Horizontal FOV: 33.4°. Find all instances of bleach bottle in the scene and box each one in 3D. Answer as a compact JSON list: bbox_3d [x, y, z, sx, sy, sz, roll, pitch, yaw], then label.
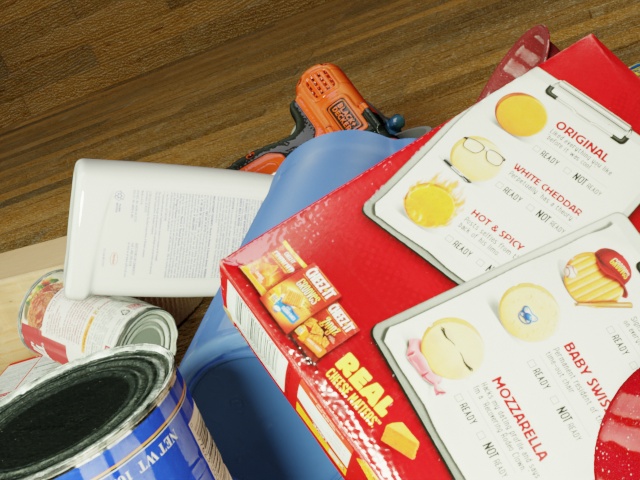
[{"bbox_3d":[-0.055,0.001,0.778,0.250,0.102,0.068,5,13,-15],"label":"bleach bottle"}]

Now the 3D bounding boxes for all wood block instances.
[{"bbox_3d":[-0.219,0.051,0.920,0.206,0.090,0.090,-13,20,31],"label":"wood block"}]

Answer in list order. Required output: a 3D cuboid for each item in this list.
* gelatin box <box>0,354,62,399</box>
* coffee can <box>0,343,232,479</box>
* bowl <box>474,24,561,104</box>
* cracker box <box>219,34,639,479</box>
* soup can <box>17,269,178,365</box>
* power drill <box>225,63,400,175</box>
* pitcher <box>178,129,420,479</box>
[{"bbox_3d":[-0.221,0.118,0.825,0.073,0.030,0.089,-17,18,14],"label":"gelatin box"},{"bbox_3d":[-0.077,0.128,0.432,0.103,0.140,0.103,-21,18,7],"label":"coffee can"},{"bbox_3d":[0.155,-0.082,0.825,0.162,0.055,0.162,-62,8,15],"label":"bowl"},{"bbox_3d":[0.088,0.029,0.468,0.213,0.164,0.072,-32,-22,-17],"label":"cracker box"},{"bbox_3d":[-0.164,0.067,0.791,0.102,0.068,0.068,17,38,32],"label":"soup can"},{"bbox_3d":[-0.015,-0.034,0.875,0.187,0.057,0.184,-34,62,2],"label":"power drill"},{"bbox_3d":[-0.004,0.045,0.636,0.145,0.149,0.242,-1,27,16],"label":"pitcher"}]
